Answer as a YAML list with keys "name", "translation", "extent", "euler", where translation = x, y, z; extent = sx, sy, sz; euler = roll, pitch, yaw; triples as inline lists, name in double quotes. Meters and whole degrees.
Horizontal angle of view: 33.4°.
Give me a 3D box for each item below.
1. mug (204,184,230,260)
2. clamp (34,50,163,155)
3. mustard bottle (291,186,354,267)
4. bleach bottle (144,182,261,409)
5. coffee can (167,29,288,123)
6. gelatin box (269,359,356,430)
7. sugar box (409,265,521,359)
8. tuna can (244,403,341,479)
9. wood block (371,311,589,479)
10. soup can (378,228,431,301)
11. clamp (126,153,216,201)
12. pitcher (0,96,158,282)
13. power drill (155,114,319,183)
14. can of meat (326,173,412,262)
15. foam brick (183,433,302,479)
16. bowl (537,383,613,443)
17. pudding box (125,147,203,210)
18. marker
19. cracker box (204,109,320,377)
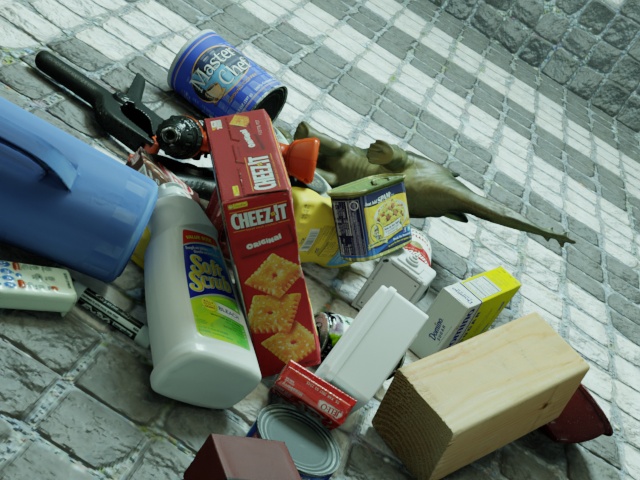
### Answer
- name: "mug"
  translation: [-0.092, -0.023, 1.197]
  extent: [0.093, 0.081, 0.117]
  euler: [26, 14, 10]
- name: "clamp"
  translation: [-0.263, -0.171, 1.347]
  extent: [0.164, 0.036, 0.210]
  euler: [10, 31, -39]
- name: "mustard bottle"
  translation: [0.016, -0.011, 1.306]
  extent: [0.191, 0.096, 0.058]
  euler: [6, 32, -44]
- name: "bleach bottle"
  translation: [-0.130, 0.037, 1.023]
  extent: [0.102, 0.068, 0.251]
  euler: [25, 33, -41]
- name: "coffee can"
  translation: [-0.131, -0.217, 1.510]
  extent: [0.140, 0.103, 0.102]
  euler: [39, 25, 13]
- name: "gelatin box"
  translation: [-0.009, 0.147, 1.007]
  extent: [0.073, 0.030, 0.089]
  euler: [33, -14, 1]
- name: "sugar box"
  translation: [0.179, 0.090, 1.317]
  extent: [0.048, 0.093, 0.175]
  euler: [40, 26, 17]
- name: "tuna can"
  translation: [-0.026, 0.189, 0.956]
  extent: [0.086, 0.034, 0.086]
  euler: [26, 25, -14]
- name: "wood block"
  translation: [0.166, 0.160, 1.100]
  extent: [0.205, 0.091, 0.090]
  euler: [-16, 52, -36]
- name: "soup can"
  translation: [0.109, 0.032, 1.372]
  extent: [0.068, 0.069, 0.102]
  euler: [30, 23, -5]
- name: "clamp"
  translation: [-0.158, -0.076, 1.294]
  extent: [0.171, 0.039, 0.120]
  euler: [18, 11, -25]
- name: "pitcher"
  translation: [-0.276, -0.059, 0.980]
  extent: [0.242, 0.145, 0.149]
  euler: [26, 20, -12]
- name: "power drill"
  translation: [-0.096, -0.111, 1.262]
  extent: [0.187, 0.057, 0.184]
  euler: [12, 6, 1]
- name: "can of meat"
  translation: [0.060, -0.027, 1.252]
  extent: [0.058, 0.084, 0.101]
  euler: [1, 16, 44]
- name: "foam brick"
  translation: [-0.064, 0.197, 0.874]
  extent: [0.078, 0.053, 0.051]
  euler: [15, 30, -36]
- name: "bowl"
  translation: [0.262, 0.182, 1.239]
  extent: [0.162, 0.055, 0.162]
  euler: [48, -6, 6]
- name: "pudding box"
  translation: [-0.172, -0.048, 1.176]
  extent: [0.090, 0.039, 0.113]
  euler: [40, 10, -25]
- name: "marker"
  translation: [-0.207, 0.061, 0.998]
  extent: [0.121, 0.020, 0.020]
  euler: [33, 24, 2]
- name: "cracker box"
  translation: [-0.057, 0.001, 1.064]
  extent: [0.072, 0.214, 0.164]
  euler: [-12, 36, -5]
